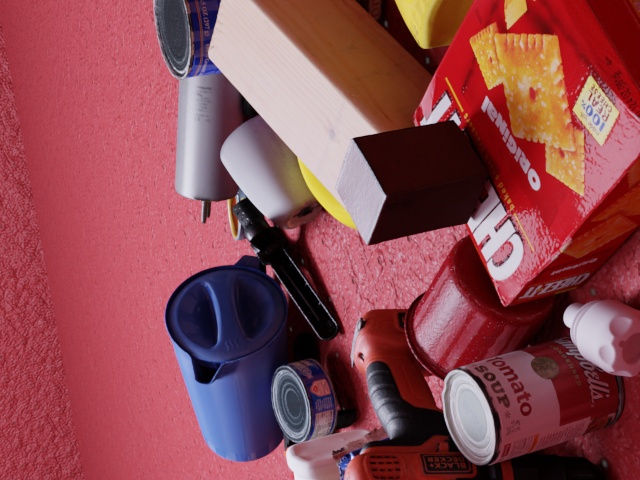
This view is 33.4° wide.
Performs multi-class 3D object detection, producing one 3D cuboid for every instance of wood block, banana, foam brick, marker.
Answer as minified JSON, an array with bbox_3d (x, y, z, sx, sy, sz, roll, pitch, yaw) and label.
[{"bbox_3d":[0.009,-0.126,0.857,0.206,0.090,0.091,49,141,24],"label":"wood block"},{"bbox_3d":[0.024,-0.053,1.002,0.198,0.037,0.070,35,113,56],"label":"banana"},{"bbox_3d":[0.059,-0.038,0.691,0.053,0.078,0.051,108,143,-49],"label":"foam brick"},{"bbox_3d":[-0.073,-0.187,1.171,0.020,0.020,0.121,55,148,42],"label":"marker"}]

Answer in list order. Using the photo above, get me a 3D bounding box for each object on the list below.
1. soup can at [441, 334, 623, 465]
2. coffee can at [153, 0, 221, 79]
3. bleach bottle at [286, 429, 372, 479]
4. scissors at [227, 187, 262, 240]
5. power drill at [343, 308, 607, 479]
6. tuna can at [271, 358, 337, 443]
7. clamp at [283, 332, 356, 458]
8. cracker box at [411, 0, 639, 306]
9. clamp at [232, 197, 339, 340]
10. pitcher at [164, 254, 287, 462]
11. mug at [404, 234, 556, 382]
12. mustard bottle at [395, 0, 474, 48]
[{"bbox_3d":[0.142,0.106,0.720,0.069,0.102,0.068,168,90,-67],"label":"soup can"},{"bbox_3d":[-0.075,-0.212,1.007,0.103,0.140,0.103,43,140,53],"label":"coffee can"},{"bbox_3d":[0.031,0.324,1.082,0.068,0.102,0.251,-157,59,-68],"label":"bleach bottle"},{"bbox_3d":[-0.094,-0.085,1.276,0.096,0.016,0.202,42,138,52],"label":"scissors"},{"bbox_3d":[0.101,0.128,0.787,0.187,0.184,0.057,-100,15,-54],"label":"power drill"},{"bbox_3d":[-0.018,0.170,1.133,0.086,0.033,0.086,23,117,55],"label":"tuna can"},{"bbox_3d":[-0.006,0.199,1.191,0.120,0.039,0.171,-121,30,-43],"label":"clamp"},{"bbox_3d":[0.144,-0.079,0.660,0.214,0.072,0.164,117,136,-57],"label":"cracker box"},{"bbox_3d":[-0.058,0.001,1.150,0.164,0.036,0.210,57,178,-37],"label":"clamp"},{"bbox_3d":[-0.094,0.144,1.240,0.145,0.149,0.243,50,157,35],"label":"pitcher"},{"bbox_3d":[0.120,0.039,0.775,0.082,0.093,0.117,113,175,-47],"label":"mug"},{"bbox_3d":[0.063,-0.240,0.781,0.096,0.058,0.192,111,140,-54],"label":"mustard bottle"}]
